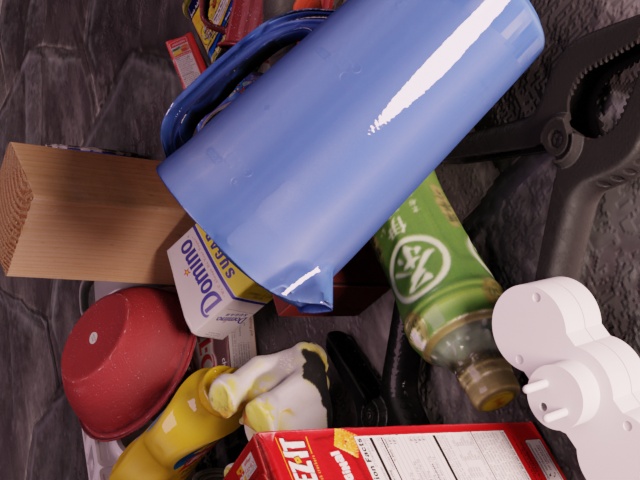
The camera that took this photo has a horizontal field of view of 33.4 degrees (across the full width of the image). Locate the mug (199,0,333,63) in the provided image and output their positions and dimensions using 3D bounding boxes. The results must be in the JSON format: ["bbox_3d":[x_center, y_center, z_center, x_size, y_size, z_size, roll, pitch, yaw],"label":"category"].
[{"bbox_3d":[-0.044,-0.195,0.894,0.093,0.117,0.081,-5,-73,-80],"label":"mug"}]

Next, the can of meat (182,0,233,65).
[{"bbox_3d":[-0.077,-0.215,0.985,0.102,0.057,0.084,-55,47,37],"label":"can of meat"}]

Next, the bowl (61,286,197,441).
[{"bbox_3d":[-0.189,0.101,0.988,0.162,0.055,0.162,-29,41,28],"label":"bowl"}]

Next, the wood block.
[{"bbox_3d":[-0.192,-0.021,0.996,0.090,0.205,0.091,54,129,43],"label":"wood block"}]

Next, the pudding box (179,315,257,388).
[{"bbox_3d":[-0.097,0.101,0.993,0.090,0.039,0.113,-30,63,49],"label":"pudding box"}]

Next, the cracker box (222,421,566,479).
[{"bbox_3d":[0.027,0.189,0.653,0.164,0.213,0.072,-59,43,33],"label":"cracker box"}]

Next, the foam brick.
[{"bbox_3d":[0.004,0.025,0.824,0.053,0.078,0.051,-44,54,44],"label":"foam brick"}]

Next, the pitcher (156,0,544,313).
[{"bbox_3d":[0.016,-0.086,0.688,0.243,0.149,0.145,-44,16,2],"label":"pitcher"}]

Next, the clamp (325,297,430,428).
[{"bbox_3d":[0.054,0.119,0.775,0.120,0.039,0.171,-54,44,50],"label":"clamp"}]

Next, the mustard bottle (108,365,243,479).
[{"bbox_3d":[-0.108,0.156,0.899,0.058,0.096,0.192,50,137,9],"label":"mustard bottle"}]

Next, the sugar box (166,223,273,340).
[{"bbox_3d":[-0.056,0.001,0.910,0.176,0.048,0.093,-39,55,28],"label":"sugar box"}]

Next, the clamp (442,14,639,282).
[{"bbox_3d":[0.151,-0.064,0.660,0.210,0.036,0.165,-62,42,36],"label":"clamp"}]

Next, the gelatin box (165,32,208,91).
[{"bbox_3d":[-0.112,-0.140,1.007,0.089,0.030,0.073,68,179,-59],"label":"gelatin box"}]
